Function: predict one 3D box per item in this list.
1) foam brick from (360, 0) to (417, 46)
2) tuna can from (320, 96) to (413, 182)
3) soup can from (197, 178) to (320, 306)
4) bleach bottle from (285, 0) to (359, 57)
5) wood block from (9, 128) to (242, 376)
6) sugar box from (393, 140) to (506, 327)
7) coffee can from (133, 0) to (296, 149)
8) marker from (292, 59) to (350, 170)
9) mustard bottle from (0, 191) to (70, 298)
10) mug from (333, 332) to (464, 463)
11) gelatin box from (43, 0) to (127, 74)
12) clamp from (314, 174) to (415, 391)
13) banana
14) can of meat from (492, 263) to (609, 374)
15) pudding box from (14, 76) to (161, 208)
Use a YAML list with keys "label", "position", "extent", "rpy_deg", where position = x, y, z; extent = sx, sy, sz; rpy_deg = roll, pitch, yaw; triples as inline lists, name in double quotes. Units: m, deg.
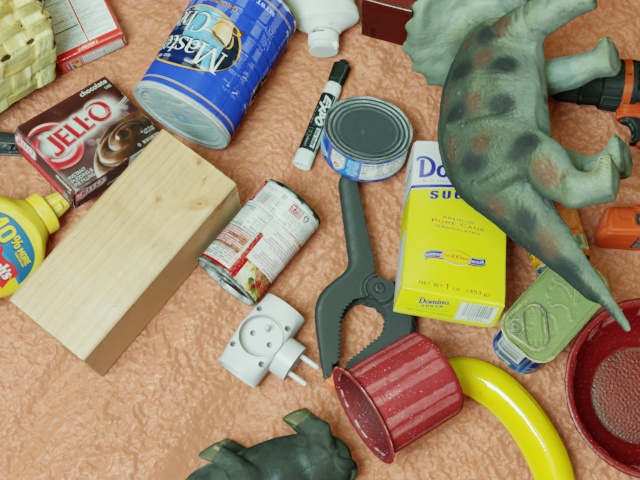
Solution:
- label: "foam brick"
  position: [0.072, -0.237, 1.058]
  extent: [0.053, 0.078, 0.051]
  rpy_deg: [16, 75, 6]
- label: "tuna can"
  position: [0.044, -0.097, 1.024]
  extent: [0.086, 0.034, 0.086]
  rpy_deg: [4, 52, -6]
- label: "soup can"
  position: [-0.057, 0.001, 0.993]
  extent: [0.068, 0.068, 0.102]
  rpy_deg: [37, 77, 11]
- label: "bleach bottle"
  position: [0.016, -0.308, 1.090]
  extent: [0.102, 0.068, 0.251]
  rpy_deg: [1, 75, 3]
- label: "wood block"
  position: [-0.173, 0.012, 0.979]
  extent: [0.090, 0.091, 0.206]
  rpy_deg: [37, 77, 11]
- label: "sugar box"
  position: [0.120, -0.010, 0.968]
  extent: [0.093, 0.048, 0.176]
  rpy_deg: [10, 55, -3]
- label: "coffee can"
  position: [-0.100, -0.174, 1.028]
  extent: [0.103, 0.103, 0.140]
  rpy_deg: [27, 75, 8]
- label: "marker"
  position: [0.002, -0.126, 1.056]
  extent: [0.020, 0.020, 0.121]
  rpy_deg: [20, 75, 6]
- label: "mustard bottle"
  position: [-0.313, 0.014, 0.980]
  extent: [0.191, 0.058, 0.096]
  rpy_deg: [-38, 118, -23]
- label: "mug"
  position: [0.071, 0.141, 0.929]
  extent: [0.081, 0.117, 0.093]
  rpy_deg: [-28, 44, -17]
- label: "gelatin box"
  position: [-0.248, -0.224, 1.084]
  extent: [0.073, 0.030, 0.089]
  rpy_deg: [-26, 75, -5]
- label: "clamp"
  position: [0.065, 0.048, 0.993]
  extent: [0.164, 0.036, 0.210]
  rpy_deg: [19, 71, 7]
- label: "banana"
  position: [0.172, 0.170, 0.958]
  extent: [0.198, 0.037, 0.070]
  rpy_deg: [46, 108, 16]
- label: "can of meat"
  position: [0.203, 0.069, 0.960]
  extent: [0.057, 0.084, 0.102]
  rpy_deg: [41, 78, 12]
- label: "pudding box"
  position: [-0.221, -0.095, 1.022]
  extent: [0.090, 0.039, 0.113]
  rpy_deg: [44, 56, 12]
